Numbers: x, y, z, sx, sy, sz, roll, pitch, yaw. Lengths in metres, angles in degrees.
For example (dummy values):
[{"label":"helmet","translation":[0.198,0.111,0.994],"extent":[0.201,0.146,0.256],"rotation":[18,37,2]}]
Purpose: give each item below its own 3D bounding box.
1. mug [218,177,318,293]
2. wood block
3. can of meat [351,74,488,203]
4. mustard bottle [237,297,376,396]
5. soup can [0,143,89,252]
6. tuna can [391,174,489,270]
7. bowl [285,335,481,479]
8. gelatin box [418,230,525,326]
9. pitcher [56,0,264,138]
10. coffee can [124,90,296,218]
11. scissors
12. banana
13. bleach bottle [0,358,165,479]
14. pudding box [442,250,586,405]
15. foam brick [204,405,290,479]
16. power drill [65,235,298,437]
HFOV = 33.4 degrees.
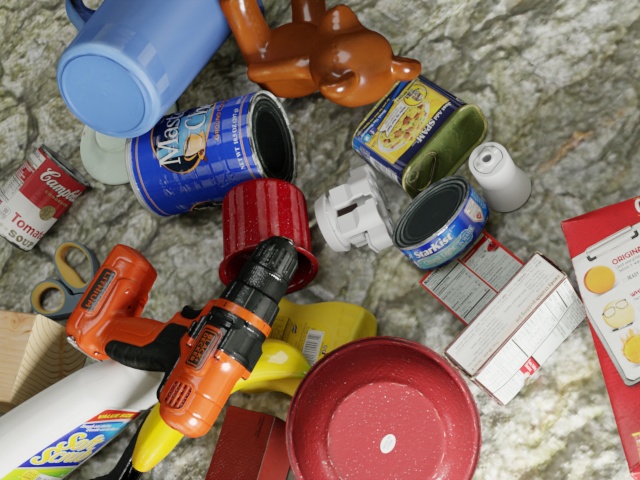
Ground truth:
[{"label":"mug","translation":[-0.057,0.001,1.013],"extent":[0.117,0.093,0.081],"rotation":[-47,39,46]},{"label":"wood block","translation":[-0.355,0.121,1.101],"extent":[0.206,0.090,0.091],"rotation":[4,69,28]},{"label":"can of meat","translation":[0.090,-0.099,0.995],"extent":[0.102,0.057,0.084],"rotation":[-48,53,-2]},{"label":"mustard bottle","translation":[-0.048,0.094,0.973],"extent":[0.192,0.058,0.096],"rotation":[8,77,30]},{"label":"soup can","translation":[-0.313,-0.046,1.172],"extent":[0.102,0.068,0.069],"rotation":[-48,55,0]},{"label":"tuna can","translation":[0.106,-0.015,0.937],"extent":[0.086,0.033,0.086],"rotation":[-38,22,19]},{"label":"bowl","translation":[0.051,0.157,0.850],"extent":[0.162,0.055,0.162],"rotation":[0,85,1]},{"label":"gelatin box","translation":[0.141,0.039,0.919],"extent":[0.073,0.030,0.089],"rotation":[-47,53,1]},{"label":"pitcher","translation":[-0.176,-0.217,1.083],"extent":[0.149,0.145,0.242],"rotation":[-10,36,31]},{"label":"coffee can","translation":[-0.108,-0.084,1.062],"extent":[0.140,0.102,0.103],"rotation":[-11,62,23]},{"label":"scissors","translation":[-0.242,0.082,1.105],"extent":[0.096,0.016,0.202],"rotation":[-40,55,7]},{"label":"banana","translation":[-0.089,0.133,0.924],"extent":[0.198,0.037,0.069],"rotation":[-28,55,17]},{"label":"bleach bottle","translation":[-0.234,0.167,1.008],"extent":[0.251,0.102,0.068],"rotation":[-37,57,8]},{"label":"pudding box","translation":[0.159,0.072,0.857],"extent":[0.113,0.090,0.039],"rotation":[-49,55,-1]},{"label":"foam brick","translation":[-0.060,0.192,0.937],"extent":[0.053,0.051,0.078],"rotation":[8,71,29]},{"label":"power drill","translation":[-0.123,0.061,0.926],"extent":[0.188,0.057,0.184],"rotation":[16,69,41]}]
